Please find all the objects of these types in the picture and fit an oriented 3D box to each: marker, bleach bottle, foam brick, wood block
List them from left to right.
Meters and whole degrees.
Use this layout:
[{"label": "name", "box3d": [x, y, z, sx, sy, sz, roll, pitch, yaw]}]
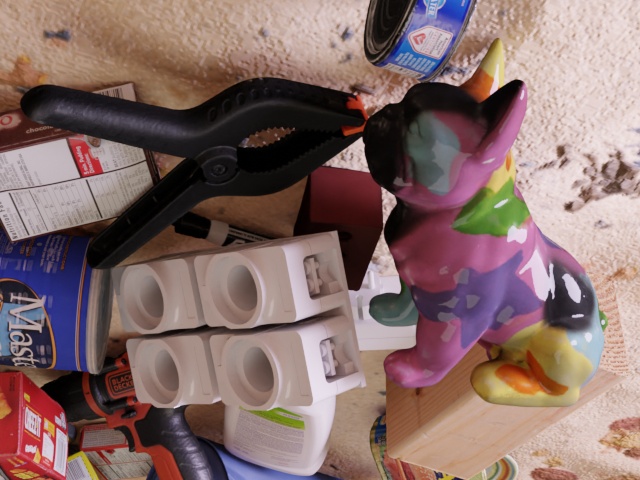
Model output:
[{"label": "marker", "box3d": [-0.055, 0.001, 0.802, 0.121, 0.020, 0.020, 17, 139, -20]}, {"label": "bleach bottle", "box3d": [-0.026, 0.129, 0.882, 0.102, 0.068, 0.251, 15, 154, -1]}, {"label": "foam brick", "box3d": [0.011, -0.008, 0.762, 0.053, 0.051, 0.078, 6, 142, -7]}, {"label": "wood block", "box3d": [0.145, 0.108, 0.878, 0.090, 0.091, 0.206, 20, 139, -22]}]

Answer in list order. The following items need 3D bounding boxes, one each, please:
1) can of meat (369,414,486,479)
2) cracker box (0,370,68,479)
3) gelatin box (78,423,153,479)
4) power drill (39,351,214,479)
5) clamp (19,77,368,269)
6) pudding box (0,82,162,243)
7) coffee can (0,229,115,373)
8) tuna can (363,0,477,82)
[{"label": "can of meat", "box3d": [0.102, 0.208, 1.015, 0.084, 0.057, 0.102, -12, 111, 22]}, {"label": "cracker box", "box3d": [-0.322, 0.154, 0.843, 0.213, 0.072, 0.164, -2, 161, -1]}, {"label": "gelatin box", "box3d": [-0.186, 0.208, 1.065, 0.089, 0.030, 0.073, -8, 143, 11]}, {"label": "power drill", "box3d": [-0.157, 0.189, 0.928, 0.185, 0.187, 0.057, -20, 177, 26]}, {"label": "clamp", "box3d": [-0.074, -0.061, 0.668, 0.210, 0.036, 0.164, -18, 145, 0]}, {"label": "pudding box", "box3d": [-0.167, -0.049, 0.706, 0.113, 0.039, 0.090, -12, 143, -4]}, {"label": "coffee can", "box3d": [-0.229, 0.042, 0.792, 0.140, 0.103, 0.103, 5, 142, -5]}, {"label": "tuna can", "box3d": [0.054, -0.131, 0.575, 0.033, 0.086, 0.086, 15, 140, -16]}]
